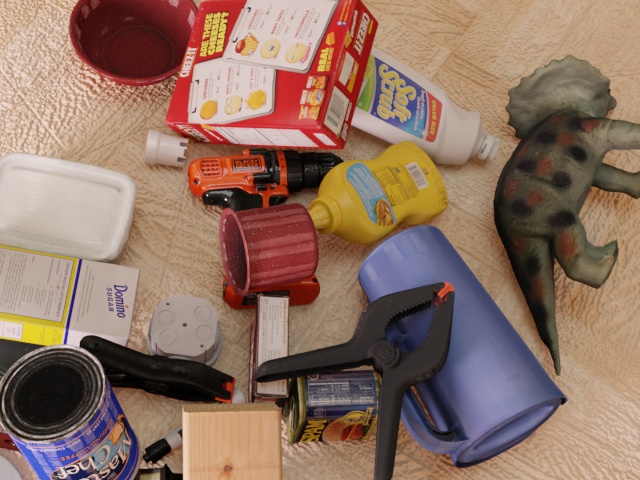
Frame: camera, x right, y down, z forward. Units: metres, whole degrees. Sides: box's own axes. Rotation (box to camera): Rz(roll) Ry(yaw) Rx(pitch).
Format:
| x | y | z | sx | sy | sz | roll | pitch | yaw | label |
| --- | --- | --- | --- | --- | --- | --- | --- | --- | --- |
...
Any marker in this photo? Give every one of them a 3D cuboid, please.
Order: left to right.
| x | y | z | sx | sy | sz | roll | pitch | yaw | label |
| --- | --- | --- | --- | --- | --- | --- | --- | --- | --- |
| -0.131 | 0.192 | 1.103 | 0.121 | 0.020 | 0.020 | -32 | 70 | -21 | marker |

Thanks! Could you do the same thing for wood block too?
| x | y | z | sx | sy | sz | roll | pitch | yaw | label |
| --- | --- | --- | --- | --- | --- | --- | --- | --- | --- |
| -0.082 | 0.259 | 0.992 | 0.090 | 0.090 | 0.206 | 0 | 86 | -8 | wood block |

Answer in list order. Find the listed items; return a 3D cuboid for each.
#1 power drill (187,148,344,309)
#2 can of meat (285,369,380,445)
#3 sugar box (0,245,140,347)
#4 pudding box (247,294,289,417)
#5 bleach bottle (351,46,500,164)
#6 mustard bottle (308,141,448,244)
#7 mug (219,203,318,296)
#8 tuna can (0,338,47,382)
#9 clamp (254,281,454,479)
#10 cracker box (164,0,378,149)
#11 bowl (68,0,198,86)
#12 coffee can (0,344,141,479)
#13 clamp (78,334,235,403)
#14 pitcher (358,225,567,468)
| x | y | z | sx | sy | sz | roll | pitch | yaw | label |
| --- | --- | --- | --- | --- | --- | --- | --- | --- | --- |
| -0.051 | -0.019 | 1.207 | 0.184 | 0.057 | 0.187 | -5 | 61 | -10 | power drill |
| 0.012 | 0.169 | 1.088 | 0.084 | 0.102 | 0.057 | -1 | 61 | -10 | can of meat |
| -0.281 | 0.061 | 1.103 | 0.176 | 0.048 | 0.093 | 13 | 51 | -12 | sugar box |
| -0.054 | 0.124 | 1.109 | 0.039 | 0.090 | 0.113 | 2 | 62 | -7 | pudding box |
| 0.100 | -0.166 | 1.285 | 0.251 | 0.068 | 0.102 | 24 | 85 | -2 | bleach bottle |
| 0.054 | -0.046 | 1.196 | 0.191 | 0.058 | 0.096 | -21 | 79 | -40 | mustard bottle |
| -0.057 | 0.001 | 1.118 | 0.081 | 0.093 | 0.117 | -10 | 27 | -21 | mug |
| -0.310 | 0.116 | 1.114 | 0.086 | 0.034 | 0.086 | 3 | 62 | -6 | tuna can |
| 0.065 | 0.125 | 1.033 | 0.209 | 0.036 | 0.165 | -37 | 73 | -17 | clamp |
| -0.056 | -0.191 | 1.220 | 0.214 | 0.072 | 0.164 | 5 | 72 | 31 | cracker box |
| -0.223 | -0.244 | 1.304 | 0.162 | 0.055 | 0.162 | 3 | 62 | -6 | bowl |
| -0.237 | 0.179 | 1.016 | 0.103 | 0.140 | 0.103 | -4 | 52 | 4 | coffee can |
| -0.170 | 0.132 | 1.076 | 0.171 | 0.120 | 0.039 | 7 | 72 | -5 | clamp |
| 0.132 | 0.108 | 1.119 | 0.145 | 0.149 | 0.243 | -35 | 65 | 7 | pitcher |
